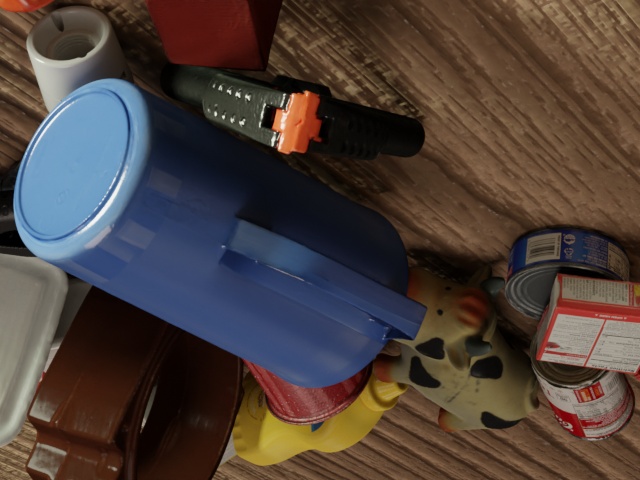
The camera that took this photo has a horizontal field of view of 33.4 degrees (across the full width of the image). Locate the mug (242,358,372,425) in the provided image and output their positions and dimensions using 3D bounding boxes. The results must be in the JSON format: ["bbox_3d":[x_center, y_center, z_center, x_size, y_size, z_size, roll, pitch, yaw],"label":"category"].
[{"bbox_3d":[-0.023,0.075,0.825,0.117,0.093,0.081,39,163,52],"label":"mug"}]

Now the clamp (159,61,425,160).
[{"bbox_3d":[-0.004,-0.066,0.570,0.164,0.036,0.210,12,-172,-11],"label":"clamp"}]

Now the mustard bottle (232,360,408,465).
[{"bbox_3d":[0.002,0.142,0.953,0.058,0.096,0.192,34,143,-33],"label":"mustard bottle"}]

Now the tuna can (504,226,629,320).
[{"bbox_3d":[0.175,0.026,0.757,0.086,0.033,0.086,9,150,5],"label":"tuna can"}]

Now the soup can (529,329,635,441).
[{"bbox_3d":[0.210,0.109,0.853,0.069,0.068,0.102,-3,147,24],"label":"soup can"}]

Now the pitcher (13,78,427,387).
[{"bbox_3d":[-0.054,0.001,0.651,0.149,0.145,0.242,-31,144,25],"label":"pitcher"}]

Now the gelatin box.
[{"bbox_3d":[0.193,0.058,0.740,0.073,0.030,0.089,7,150,6],"label":"gelatin box"}]

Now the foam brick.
[{"bbox_3d":[-0.048,-0.131,0.527,0.053,0.078,0.051,5,151,11],"label":"foam brick"}]
